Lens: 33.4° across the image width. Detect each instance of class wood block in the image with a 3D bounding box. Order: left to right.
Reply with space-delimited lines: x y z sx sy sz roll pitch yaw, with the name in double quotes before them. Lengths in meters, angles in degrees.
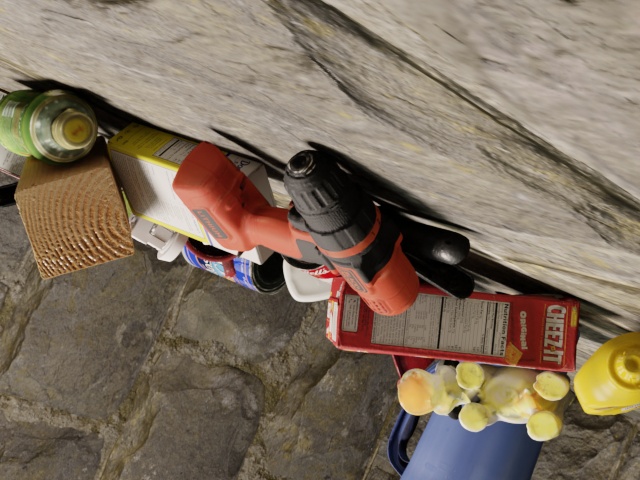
"wood block" -0.246 -0.040 1.074 0.090 0.090 0.206 -17 -163 -8

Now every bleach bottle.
"bleach bottle" 0.008 0.031 1.346 0.102 0.068 0.251 -14 -179 2

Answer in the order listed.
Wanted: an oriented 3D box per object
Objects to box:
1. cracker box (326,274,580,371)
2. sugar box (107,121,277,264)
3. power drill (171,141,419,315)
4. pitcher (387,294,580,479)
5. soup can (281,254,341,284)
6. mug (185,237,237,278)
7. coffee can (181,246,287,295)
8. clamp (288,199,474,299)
"cracker box" 0.117 0.075 1.003 0.213 0.072 0.164 6 177 -2
"sugar box" -0.117 -0.047 1.000 0.176 0.048 0.093 18 140 34
"power drill" -0.027 -0.021 0.823 0.188 0.057 0.184 21 158 39
"pitcher" 0.183 0.184 1.175 0.149 0.243 0.145 23 176 -5
"soup can" 0.007 0.007 1.101 0.069 0.068 0.102 21 176 25
"mug" -0.122 -0.012 1.298 0.093 0.117 0.081 -17 -174 -5
"coffee can" -0.112 0.007 1.496 0.141 0.103 0.102 20 175 37
"clamp" 0.053 -0.008 0.870 0.171 0.039 0.120 25 162 8
